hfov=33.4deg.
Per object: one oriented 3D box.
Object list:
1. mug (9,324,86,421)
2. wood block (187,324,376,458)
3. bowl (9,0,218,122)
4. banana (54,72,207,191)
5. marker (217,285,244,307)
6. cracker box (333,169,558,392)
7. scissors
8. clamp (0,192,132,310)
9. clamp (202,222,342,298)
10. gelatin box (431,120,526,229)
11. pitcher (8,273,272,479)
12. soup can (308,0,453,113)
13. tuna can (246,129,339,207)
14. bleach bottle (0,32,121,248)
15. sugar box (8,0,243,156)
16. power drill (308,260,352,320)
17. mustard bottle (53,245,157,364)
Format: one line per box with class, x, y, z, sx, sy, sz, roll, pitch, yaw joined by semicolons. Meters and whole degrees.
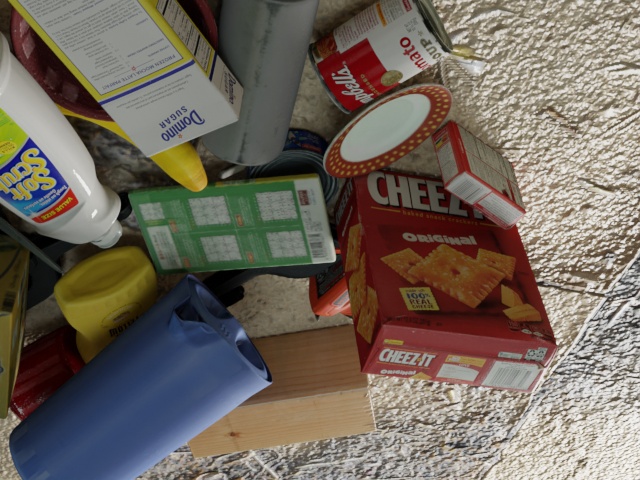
mug;-0.277;0.150;1.124;0.081;0.117;0.093;-29;144;15
wood block;-0.048;0.167;1.180;0.206;0.090;0.091;-9;136;2
bowl;-0.163;-0.174;0.853;0.162;0.055;0.162;-2;135;-3
banana;-0.183;-0.103;0.926;0.197;0.037;0.070;19;127;-13
marker;-0.127;0.081;1.135;0.121;0.020;0.020;-35;129;25
cracker box;0.108;0.030;0.974;0.164;0.213;0.072;8;131;-15
scissors;-0.309;-0.025;0.944;0.202;0.016;0.096;47;139;-1
clamp;-0.280;0.009;1.036;0.164;0.036;0.210;8;134;-19
clamp;-0.057;0.001;1.052;0.171;0.039;0.120;-12;139;9
gelatin box;0.147;-0.060;0.988;0.089;0.073;0.030;30;125;-31
pitcher;-0.172;0.159;1.041;0.243;0.145;0.149;-38;107;3
soup can;0.050;-0.159;0.884;0.102;0.068;0.068;-28;131;20
tuna can;-0.026;-0.062;0.995;0.086;0.034;0.086;-3;135;-3
bleach bottle;-0.235;-0.067;0.888;0.103;0.068;0.250;-20;146;13
sugar box;-0.143;-0.148;0.804;0.093;0.048;0.176;-18;134;23
power drill;0.097;0.056;1.108;0.187;0.057;0.185;27;126;-29
mustard bottle;-0.205;0.089;1.095;0.096;0.058;0.192;-28;147;-17
